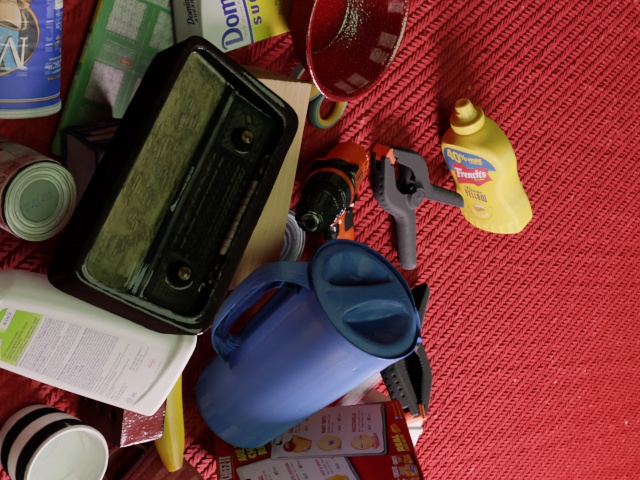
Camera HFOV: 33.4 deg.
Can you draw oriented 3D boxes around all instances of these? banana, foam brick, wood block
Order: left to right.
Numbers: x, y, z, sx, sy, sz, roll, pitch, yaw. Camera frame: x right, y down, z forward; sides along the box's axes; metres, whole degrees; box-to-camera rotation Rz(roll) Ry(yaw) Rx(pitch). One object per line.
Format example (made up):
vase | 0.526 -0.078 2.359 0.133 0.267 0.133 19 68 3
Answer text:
foam brick | -0.193 0.159 1.039 0.051 0.078 0.053 -5 108 -44
banana | -0.148 0.129 1.050 0.037 0.070 0.198 -2 113 -28
wood block | -0.087 -0.064 1.042 0.090 0.090 0.206 -4 110 -45

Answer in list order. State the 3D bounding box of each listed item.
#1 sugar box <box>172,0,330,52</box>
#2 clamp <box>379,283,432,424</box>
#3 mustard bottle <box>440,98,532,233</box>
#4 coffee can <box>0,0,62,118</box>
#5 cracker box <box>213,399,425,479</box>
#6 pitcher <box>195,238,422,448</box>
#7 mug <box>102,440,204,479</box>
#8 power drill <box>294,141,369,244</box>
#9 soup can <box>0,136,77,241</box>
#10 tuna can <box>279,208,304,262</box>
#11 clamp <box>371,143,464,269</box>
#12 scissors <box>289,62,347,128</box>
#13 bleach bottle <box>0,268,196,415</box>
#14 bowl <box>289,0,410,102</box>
sugar box | -0.062 -0.239 1.012 0.175 0.048 0.093 -31 129 -42
clamp | 0.101 0.118 1.280 0.164 0.036 0.210 20 53 -52
mustard bottle | 0.197 -0.096 1.314 0.058 0.096 0.191 -45 134 -23
coffee can | -0.249 -0.172 0.817 0.102 0.103 0.140 -11 114 -43
cracker box | -0.003 0.255 1.145 0.213 0.164 0.072 -7 118 -4
pitcher | -0.031 0.110 1.076 0.243 0.149 0.144 -42 172 37
mug | -0.179 0.252 1.096 0.117 0.093 0.081 48 64 -17
power drill | 0.011 0.004 1.149 0.184 0.057 0.188 -57 153 -59
soup can | -0.253 -0.045 0.869 0.068 0.102 0.068 -21 121 -39
tuna can | -0.057 0.001 1.142 0.085 0.034 0.086 -21 121 -39
clamp | 0.103 -0.045 1.284 0.171 0.039 0.120 42 71 -40
scissors | 0.040 -0.197 1.169 0.201 0.016 0.096 -39 133 -28
bleach bottle | -0.239 0.068 0.911 0.250 0.068 0.103 23 109 -25
bowl | 0.020 -0.219 1.041 0.161 0.055 0.162 -32 134 -40
